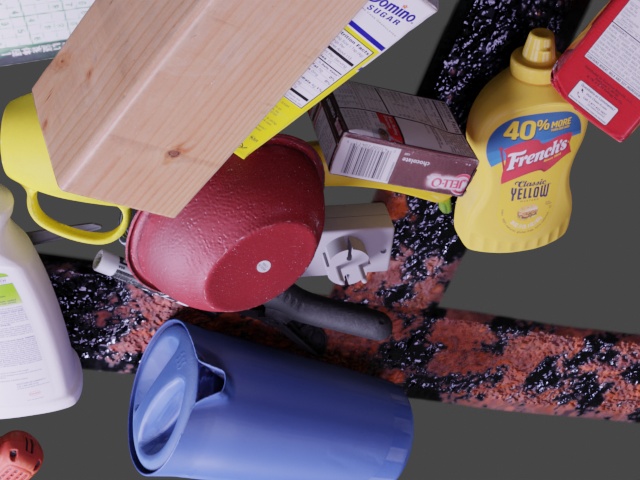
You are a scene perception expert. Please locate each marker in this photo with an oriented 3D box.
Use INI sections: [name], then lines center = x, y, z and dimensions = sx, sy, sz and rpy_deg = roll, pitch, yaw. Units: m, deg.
[marker]
center = -0.135, 0.038, 0.901
dimensions = 0.121, 0.020, 0.020
rpy_deg = 25, 118, -30

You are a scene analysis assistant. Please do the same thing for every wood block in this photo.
[wood block]
center = -0.073, -0.117, 0.625
dimensions = 0.090, 0.090, 0.206
rpy_deg = 14, 132, -43

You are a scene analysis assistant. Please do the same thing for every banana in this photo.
[banana]
center = 0.030, -0.052, 0.855
dimensions = 0.197, 0.037, 0.070
rpy_deg = 8, 135, -18

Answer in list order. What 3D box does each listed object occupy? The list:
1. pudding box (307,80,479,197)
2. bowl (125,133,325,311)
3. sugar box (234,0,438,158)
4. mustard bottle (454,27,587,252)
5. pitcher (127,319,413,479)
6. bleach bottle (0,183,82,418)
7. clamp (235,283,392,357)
[pudding box]
center = 0.054, -0.079, 0.808
dimensions = 0.113, 0.090, 0.039
rpy_deg = 11, 123, -21
[bowl]
center = -0.055, 0.001, 0.766
dimensions = 0.162, 0.055, 0.162
rpy_deg = -24, 147, -17
[sugar box]
center = -0.003, -0.134, 0.673
dimensions = 0.048, 0.093, 0.177
rpy_deg = 31, 133, -27
[mustard bottle]
center = 0.164, -0.080, 0.855
dimensions = 0.096, 0.058, 0.192
rpy_deg = -7, 129, -10
[pitcher]
center = -0.046, 0.161, 0.964
dimensions = 0.242, 0.149, 0.145
rpy_deg = 16, 108, -29
[bleach bottle]
center = -0.250, 0.036, 0.824
dimensions = 0.102, 0.068, 0.251
rpy_deg = -8, 135, -11
[clamp]
center = -0.025, 0.054, 0.902
dimensions = 0.171, 0.039, 0.120
rpy_deg = 29, 147, -32
